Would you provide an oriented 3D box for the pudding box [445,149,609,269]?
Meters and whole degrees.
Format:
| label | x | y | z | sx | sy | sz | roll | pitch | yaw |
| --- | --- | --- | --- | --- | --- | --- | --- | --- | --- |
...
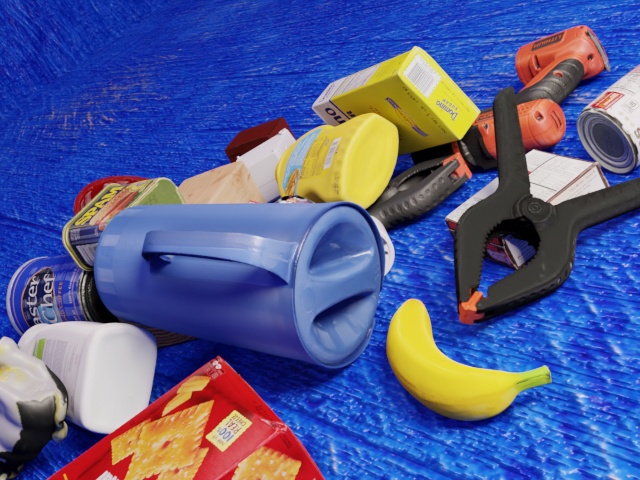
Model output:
| label | x | y | z | sx | sy | sz | roll | pitch | yaw |
| --- | --- | --- | --- | --- | --- | --- | --- | --- | --- |
| pudding box | 0.176 | -0.028 | 0.910 | 0.113 | 0.039 | 0.090 | -38 | 26 | -13 |

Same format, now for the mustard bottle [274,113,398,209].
| label | x | y | z | sx | sy | sz | roll | pitch | yaw |
| --- | --- | --- | --- | --- | --- | --- | --- | --- | --- |
| mustard bottle | 0.003 | -0.074 | 1.105 | 0.192 | 0.058 | 0.096 | -2 | 65 | 61 |

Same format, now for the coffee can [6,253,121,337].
| label | x | y | z | sx | sy | sz | roll | pitch | yaw |
| --- | --- | --- | --- | --- | --- | --- | --- | --- | --- |
| coffee can | -0.261 | 0.063 | 1.166 | 0.141 | 0.103 | 0.102 | -8 | 31 | 43 |

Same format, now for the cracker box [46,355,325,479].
| label | x | y | z | sx | sy | sz | roll | pitch | yaw |
| --- | --- | --- | --- | --- | --- | --- | --- | --- | --- |
| cracker box | -0.121 | 0.188 | 0.770 | 0.213 | 0.072 | 0.164 | -35 | 22 | -11 |

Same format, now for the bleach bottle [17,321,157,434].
| label | x | y | z | sx | sy | sz | roll | pitch | yaw |
| --- | --- | --- | --- | --- | --- | --- | --- | --- | --- |
| bleach bottle | -0.244 | 0.118 | 1.043 | 0.068 | 0.102 | 0.251 | 10 | -2 | -33 |

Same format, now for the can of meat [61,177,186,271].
| label | x | y | z | sx | sy | sz | roll | pitch | yaw |
| --- | --- | --- | --- | --- | --- | --- | --- | --- | --- |
| can of meat | -0.196 | -0.018 | 1.080 | 0.084 | 0.057 | 0.102 | -7 | 32 | 40 |

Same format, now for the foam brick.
| label | x | y | z | sx | sy | sz | roll | pitch | yaw |
| --- | --- | --- | --- | --- | --- | --- | --- | --- | --- |
| foam brick | -0.075 | -0.119 | 1.388 | 0.078 | 0.053 | 0.051 | -13 | 27 | 34 |

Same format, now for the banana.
| label | x | y | z | sx | sy | sz | roll | pitch | yaw |
| --- | --- | --- | --- | --- | --- | --- | --- | --- | --- |
| banana | 0.088 | 0.089 | 0.776 | 0.069 | 0.037 | 0.198 | -21 | 20 | -17 |

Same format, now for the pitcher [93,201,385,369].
| label | x | y | z | sx | sy | sz | roll | pitch | yaw |
| --- | --- | --- | --- | --- | --- | --- | --- | --- | --- |
| pitcher | -0.081 | 0.025 | 0.903 | 0.243 | 0.149 | 0.144 | 4 | 32 | 35 |

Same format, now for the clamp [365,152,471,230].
| label | x | y | z | sx | sy | sz | roll | pitch | yaw |
| --- | --- | --- | --- | --- | --- | --- | --- | --- | --- |
| clamp | 0.066 | -0.030 | 1.049 | 0.172 | 0.039 | 0.120 | -27 | 28 | 25 |

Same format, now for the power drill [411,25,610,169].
| label | x | y | z | sx | sy | sz | roll | pitch | yaw |
| --- | --- | --- | --- | --- | --- | --- | --- | --- | --- |
| power drill | 0.198 | -0.139 | 1.094 | 0.185 | 0.057 | 0.187 | -9 | 32 | 49 |

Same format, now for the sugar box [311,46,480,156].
| label | x | y | z | sx | sy | sz | roll | pitch | yaw |
| --- | --- | --- | --- | --- | --- | --- | --- | --- | --- |
| sugar box | 0.071 | -0.131 | 1.076 | 0.048 | 0.093 | 0.177 | -54 | 19 | -23 |

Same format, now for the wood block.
| label | x | y | z | sx | sy | sz | roll | pitch | yaw |
| --- | --- | --- | --- | --- | --- | --- | --- | --- | --- |
| wood block | -0.136 | 0.013 | 1.134 | 0.090 | 0.091 | 0.205 | -16 | 27 | 31 |

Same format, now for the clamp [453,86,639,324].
| label | x | y | z | sx | sy | sz | roll | pitch | yaw |
| --- | --- | --- | --- | --- | --- | --- | --- | --- | --- |
| clamp | 0.160 | -0.025 | 0.841 | 0.165 | 0.036 | 0.209 | 36 | 69 | 22 |
